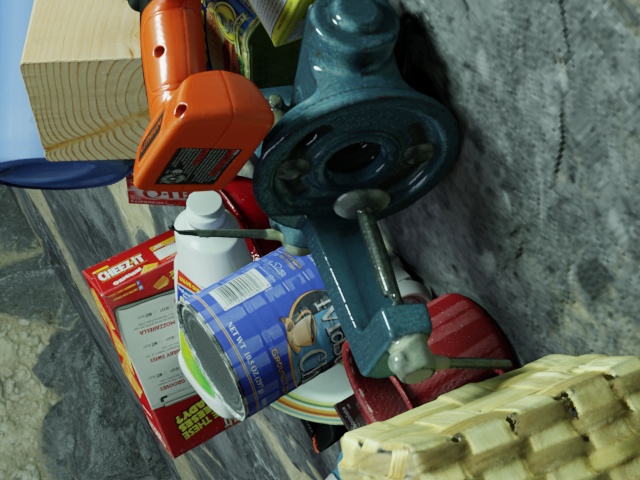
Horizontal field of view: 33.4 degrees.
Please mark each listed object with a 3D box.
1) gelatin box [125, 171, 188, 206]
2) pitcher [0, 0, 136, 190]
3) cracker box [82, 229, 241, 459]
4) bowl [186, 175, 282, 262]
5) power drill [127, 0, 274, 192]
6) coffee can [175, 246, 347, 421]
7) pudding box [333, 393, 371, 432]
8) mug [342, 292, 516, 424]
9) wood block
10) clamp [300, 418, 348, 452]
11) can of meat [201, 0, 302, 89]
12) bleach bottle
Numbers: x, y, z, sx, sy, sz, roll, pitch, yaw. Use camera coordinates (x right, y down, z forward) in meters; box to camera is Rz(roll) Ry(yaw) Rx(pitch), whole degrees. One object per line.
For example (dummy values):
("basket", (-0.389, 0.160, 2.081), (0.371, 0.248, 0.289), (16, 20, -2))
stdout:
("gelatin box", (-0.145, -0.062, 1.048), (0.073, 0.089, 0.030), (102, 171, -61))
("pitcher", (-0.254, -0.171, 0.974), (0.145, 0.149, 0.243), (-10, 80, 33))
("cracker box", (-0.125, 0.091, 1.090), (0.072, 0.164, 0.213), (38, 150, 54))
("bowl", (-0.056, 0.001, 0.951), (0.162, 0.055, 0.162), (51, 159, 28))
("power drill", (-0.070, -0.133, 0.575), (0.185, 0.057, 0.187), (135, 131, -60))
("coffee can", (-0.025, 0.059, 0.820), (0.103, 0.140, 0.103), (51, 159, 28))
("pudding box", (0.057, 0.174, 0.872), (0.090, 0.039, 0.113), (58, -178, 25))
("mug", (0.078, 0.089, 0.684), (0.117, 0.081, 0.093), (22, 137, 62))
("wood block", (-0.145, -0.161, 0.754), (0.090, 0.091, 0.206), (90, 178, -50))
("clamp", (-0.004, 0.138, 1.040), (0.165, 0.036, 0.210), (34, 147, 48))
("can of meat", (-0.051, -0.146, 0.731), (0.084, 0.057, 0.102), (50, 158, 26))
("bleach bottle", (-0.093, 0.048, 0.931), (0.103, 0.068, 0.251), (47, 154, 34))
